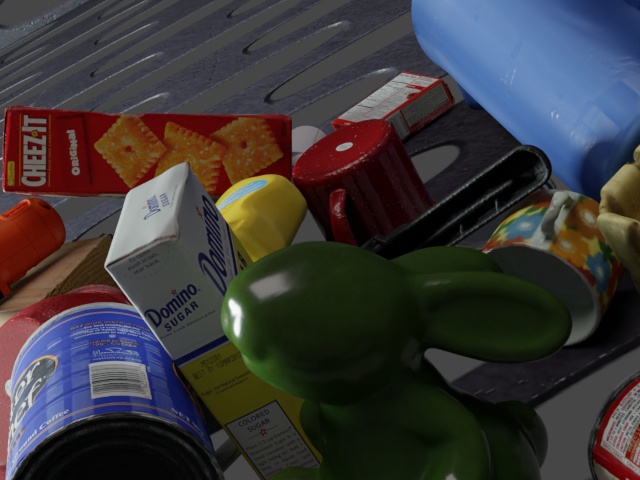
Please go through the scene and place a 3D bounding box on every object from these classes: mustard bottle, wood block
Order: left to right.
[{"bbox_3d":[-0.239,0.067,0.860,0.207,0.091,0.090,-9,31,39],"label":"wood block"},{"bbox_3d":[-0.054,0.001,0.713,0.096,0.058,0.191,-41,9,19],"label":"mustard bottle"}]

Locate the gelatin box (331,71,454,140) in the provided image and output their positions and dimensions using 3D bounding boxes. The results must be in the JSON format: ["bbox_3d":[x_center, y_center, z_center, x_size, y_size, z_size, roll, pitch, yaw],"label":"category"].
[{"bbox_3d":[0.064,-0.112,0.946,0.089,0.030,0.073,-35,24,-12],"label":"gelatin box"}]

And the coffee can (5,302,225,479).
[{"bbox_3d":[-0.108,0.104,0.546,0.103,0.103,0.140,-31,22,-3],"label":"coffee can"}]

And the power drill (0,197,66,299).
[{"bbox_3d":[-0.307,0.025,0.834,0.184,0.057,0.188,-37,27,-26],"label":"power drill"}]

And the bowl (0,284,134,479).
[{"bbox_3d":[-0.174,0.099,0.670,0.162,0.055,0.162,-15,65,34],"label":"bowl"}]

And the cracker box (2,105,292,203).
[{"bbox_3d":[-0.141,-0.068,0.867,0.213,0.072,0.164,1,1,-12],"label":"cracker box"}]

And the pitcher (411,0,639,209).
[{"bbox_3d":[0.163,-0.117,0.654,0.145,0.149,0.243,-36,41,6],"label":"pitcher"}]

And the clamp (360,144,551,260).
[{"bbox_3d":[0.028,0.023,0.621,0.164,0.036,0.210,-37,1,-25],"label":"clamp"}]

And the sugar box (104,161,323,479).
[{"bbox_3d":[-0.044,0.052,0.570,0.048,0.176,0.093,-25,24,9],"label":"sugar box"}]

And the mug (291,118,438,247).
[{"bbox_3d":[0.029,-0.027,0.756,0.093,0.081,0.117,-17,27,26],"label":"mug"}]
